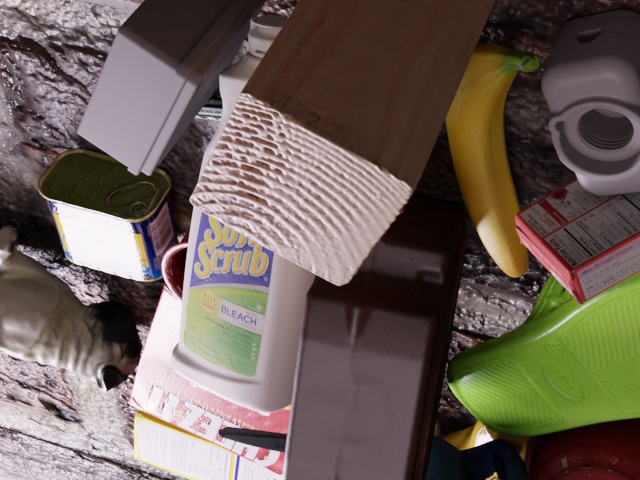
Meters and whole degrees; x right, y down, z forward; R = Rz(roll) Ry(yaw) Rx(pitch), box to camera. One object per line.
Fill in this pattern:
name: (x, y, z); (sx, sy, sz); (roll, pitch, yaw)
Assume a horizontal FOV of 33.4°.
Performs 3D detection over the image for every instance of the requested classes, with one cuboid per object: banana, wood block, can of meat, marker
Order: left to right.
can of meat: (-0.166, -0.018, 0.857); (0.102, 0.057, 0.084); (15, 141, 15)
marker: (-0.080, -0.095, 0.756); (0.121, 0.020, 0.020); (8, 137, 21)
wood block: (0.023, -0.091, 0.557); (0.090, 0.206, 0.091); (29, 141, -3)
banana: (0.105, -0.055, 0.668); (0.037, 0.070, 0.198); (-22, 141, -7)

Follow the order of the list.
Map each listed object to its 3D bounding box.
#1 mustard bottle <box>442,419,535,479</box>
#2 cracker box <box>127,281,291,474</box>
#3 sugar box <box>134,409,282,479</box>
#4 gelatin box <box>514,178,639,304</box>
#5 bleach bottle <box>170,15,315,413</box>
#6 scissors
mustard bottle: (0.146, 0.203, 0.926); (0.096, 0.058, 0.192); (36, 141, -1)
cracker box: (-0.070, 0.106, 0.927); (0.164, 0.072, 0.214); (26, 141, 0)
sugar box: (-0.101, 0.213, 1.082); (0.176, 0.048, 0.093); (17, 140, 5)
gelatin box: (0.172, -0.009, 0.640); (0.089, 0.073, 0.030); (-30, 125, -1)
bleach bottle: (-0.043, -0.018, 0.684); (0.103, 0.067, 0.251); (21, 120, 31)
scissors: (0.021, 0.159, 0.888); (0.201, 0.096, 0.016); (30, 173, -21)
